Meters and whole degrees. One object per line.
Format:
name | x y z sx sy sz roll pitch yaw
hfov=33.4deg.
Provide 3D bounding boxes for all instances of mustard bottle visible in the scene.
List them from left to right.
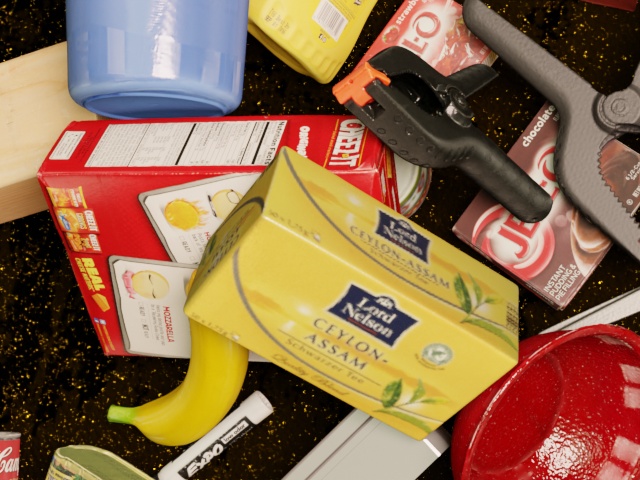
mustard bottle | 0.023 -0.211 0.743 0.058 0.096 0.191 33 89 40

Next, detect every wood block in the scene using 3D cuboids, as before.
wood block | -0.243 -0.066 0.786 0.206 0.090 0.090 -16 79 10

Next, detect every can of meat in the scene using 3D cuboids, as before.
can of meat | -0.151 0.197 0.726 0.102 0.057 0.084 21 93 36

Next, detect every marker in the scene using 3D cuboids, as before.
marker | -0.085 0.150 0.753 0.121 0.020 0.020 -39 75 5

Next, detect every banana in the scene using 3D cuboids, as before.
banana | -0.085 0.090 0.708 0.069 0.198 0.037 22 45 -15

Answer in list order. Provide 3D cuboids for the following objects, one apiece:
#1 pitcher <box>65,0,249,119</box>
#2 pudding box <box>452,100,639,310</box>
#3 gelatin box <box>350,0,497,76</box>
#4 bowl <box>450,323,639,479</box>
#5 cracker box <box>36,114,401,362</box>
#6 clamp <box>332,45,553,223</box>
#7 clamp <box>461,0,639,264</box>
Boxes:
pitcher | -0.108 -0.201 0.680 0.145 0.149 0.243 1 86 -1
pudding box | 0.157 -0.024 0.713 0.090 0.039 0.113 37 90 17
gelatin box | 0.074 -0.126 0.752 0.073 0.030 0.089 38 91 16
bowl | 0.135 0.117 0.660 0.162 0.161 0.055 -58 37 0
cracker box | -0.055 0.001 0.697 0.214 0.164 0.072 0 41 13
clamp | 0.079 -0.066 0.647 0.039 0.171 0.120 -44 63 33
clamp | 0.178 -0.084 0.676 0.165 0.036 0.210 -7 83 17
